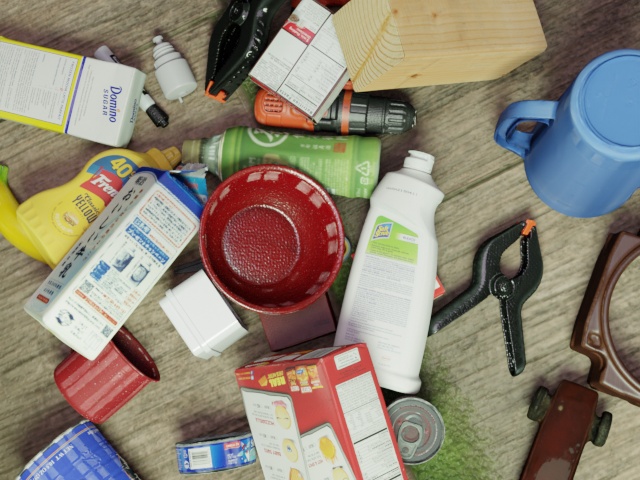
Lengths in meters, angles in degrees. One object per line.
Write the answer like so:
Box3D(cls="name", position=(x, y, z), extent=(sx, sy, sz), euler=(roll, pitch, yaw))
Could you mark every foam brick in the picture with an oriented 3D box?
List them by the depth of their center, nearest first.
Box3D(cls="foam brick", position=(-0.024, 0.088, 1.181), extent=(0.078, 0.051, 0.053), euler=(-17, 83, 2))

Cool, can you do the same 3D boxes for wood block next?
Box3D(cls="wood block", position=(0.129, -0.221, 1.135), extent=(0.205, 0.091, 0.090), euler=(-11, 80, -35))

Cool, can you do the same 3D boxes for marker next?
Box3D(cls="marker", position=(-0.218, -0.177, 1.241), extent=(0.020, 0.020, 0.121), euler=(-41, 82, -2))

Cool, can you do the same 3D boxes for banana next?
Box3D(cls="banana", position=(-0.311, -0.009, 1.219), extent=(0.198, 0.037, 0.069), euler=(34, 87, 7))

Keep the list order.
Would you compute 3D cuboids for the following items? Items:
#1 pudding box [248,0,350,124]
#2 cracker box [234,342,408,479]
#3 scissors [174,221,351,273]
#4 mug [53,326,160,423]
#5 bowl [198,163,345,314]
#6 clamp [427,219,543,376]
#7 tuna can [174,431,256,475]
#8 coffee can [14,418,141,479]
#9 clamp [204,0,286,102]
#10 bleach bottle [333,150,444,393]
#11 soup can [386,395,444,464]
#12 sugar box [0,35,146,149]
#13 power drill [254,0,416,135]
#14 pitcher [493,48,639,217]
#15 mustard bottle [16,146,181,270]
Box3D(cls="pudding box", position=(-0.010, -0.198, 1.166), extent=(0.090, 0.039, 0.113), euler=(36, 93, 7))
Box3D(cls="cracker box", position=(0.007, 0.218, 1.096), extent=(0.071, 0.164, 0.214), euler=(-18, 91, -38))
Box3D(cls="scissors", position=(-0.065, -0.007, 1.213), extent=(0.202, 0.016, 0.096), euler=(1, 82, 4))
Box3D(cls="mug", position=(-0.243, 0.138, 1.178), extent=(0.081, 0.093, 0.117), euler=(-42, 52, 3))
Box3D(cls="bowl", position=(-0.058, 0.001, 1.152), extent=(0.162, 0.055, 0.162), euler=(3, 81, -18))
Box3D(cls="clamp", position=(0.186, 0.053, 1.173), extent=(0.120, 0.039, 0.171), euler=(17, 81, -14))
Box3D(cls="tuna can", position=(-0.113, 0.229, 1.153), extent=(0.086, 0.086, 0.034), euler=(-8, 84, 3))
Box3D(cls="coffee can", position=(-0.243, 0.278, 1.147), extent=(0.103, 0.103, 0.140), euler=(-43, 82, -2))
Box3D(cls="clamp", position=(-0.073, -0.255, 1.197), extent=(0.036, 0.165, 0.210), euler=(19, 91, -38))
Box3D(cls="bleach bottle", position=(0.085, 0.030, 1.141), extent=(0.103, 0.068, 0.251), euler=(14, 87, 12))
Box3D(cls="soup can", position=(0.095, 0.200, 1.134), extent=(0.068, 0.102, 0.068), euler=(0, 83, 3))
Box3D(cls="sugar box", position=(-0.295, -0.169, 1.224), extent=(0.176, 0.048, 0.093), euler=(15, 90, 9))
Box3D(cls="power drill", position=(0.023, -0.212, 1.210), extent=(0.184, 0.057, 0.187), euler=(5, 84, 4))
Box3D(cls="pitcher", position=(0.278, -0.110, 1.088), extent=(0.149, 0.243, 0.145), euler=(-29, 80, -1))
Box3D(cls="mustard bottle", position=(-0.235, -0.047, 1.193), extent=(0.191, 0.058, 0.096), euler=(-37, 85, -20))
